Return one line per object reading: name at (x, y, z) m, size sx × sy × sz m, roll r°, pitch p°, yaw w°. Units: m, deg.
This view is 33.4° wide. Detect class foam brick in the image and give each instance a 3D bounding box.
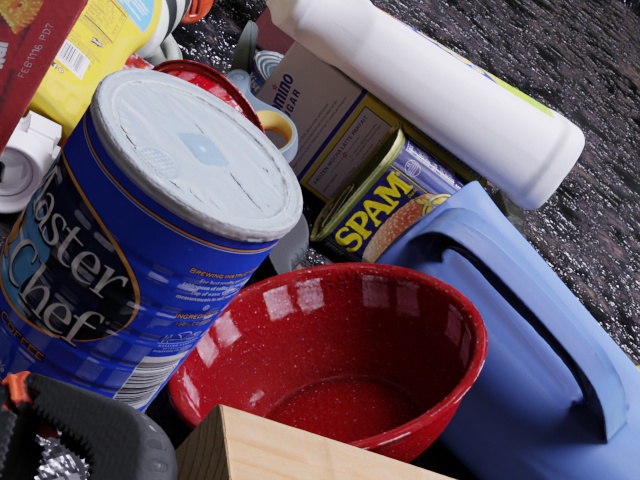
foam brick at (-0.018, -0.185, 0.977) m, size 0.078 × 0.051 × 0.053 m, roll 40°, pitch 26°, yaw 2°

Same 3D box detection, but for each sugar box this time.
sugar box at (0.031, -0.068, 0.810) m, size 0.176 × 0.093 × 0.048 m, roll 39°, pitch 26°, yaw -1°

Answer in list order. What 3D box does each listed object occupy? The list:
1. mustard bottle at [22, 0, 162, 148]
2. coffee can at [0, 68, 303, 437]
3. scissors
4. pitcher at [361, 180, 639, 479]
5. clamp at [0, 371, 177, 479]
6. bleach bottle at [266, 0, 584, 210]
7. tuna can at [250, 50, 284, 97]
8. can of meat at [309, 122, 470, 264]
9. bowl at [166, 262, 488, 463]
mustard bottle at (-0.148, -0.148, 0.661) m, size 0.096 × 0.058 × 0.191 m, roll 39°, pitch 50°, yaw -27°
coffee can at (-0.089, 0.008, 0.487) m, size 0.102 × 0.140 × 0.103 m, roll 30°, pitch 28°, yaw -18°
scissors at (-0.043, -0.102, 0.747) m, size 0.096 × 0.016 × 0.201 m, roll 12°, pitch 40°, yaw 15°
pitcher at (0.126, 0.088, 0.642) m, size 0.243 × 0.145 × 0.149 m, roll 47°, pitch 24°, yaw 9°
clamp at (-0.076, 0.111, 0.370) m, size 0.210 × 0.164 × 0.036 m, roll -116°, pitch -179°, yaw -53°
bleach bottle at (0.059, -0.119, 0.743) m, size 0.250 × 0.068 × 0.102 m, roll 32°, pitch 13°, yaw -9°
tuna can at (-0.026, -0.116, 0.878) m, size 0.086 × 0.034 × 0.086 m, roll 30°, pitch 28°, yaw -18°
can of meat at (0.056, -0.018, 0.757) m, size 0.084 × 0.102 × 0.057 m, roll 36°, pitch 26°, yaw -10°
bowl at (0.006, 0.076, 0.546) m, size 0.162 × 0.055 × 0.162 m, roll -8°, pitch 30°, yaw 4°
